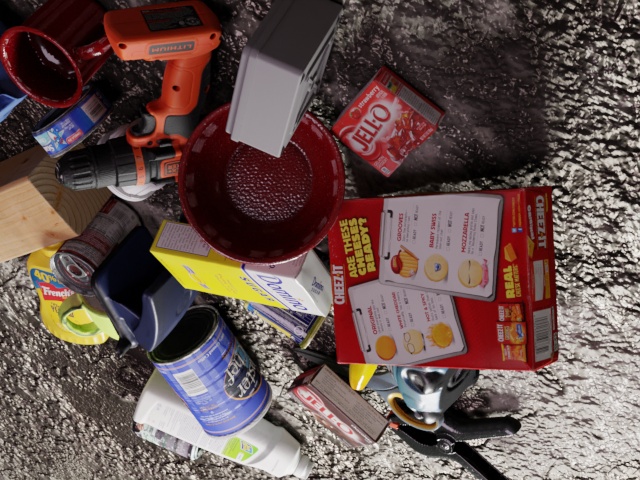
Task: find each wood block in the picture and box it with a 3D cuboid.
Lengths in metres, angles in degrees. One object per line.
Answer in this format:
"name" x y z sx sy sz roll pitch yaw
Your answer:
"wood block" -0.351 -0.045 1.260 0.207 0.090 0.090 -15 122 41

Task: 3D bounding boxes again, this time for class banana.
"banana" 0.047 0.095 1.180 0.037 0.069 0.198 31 154 25

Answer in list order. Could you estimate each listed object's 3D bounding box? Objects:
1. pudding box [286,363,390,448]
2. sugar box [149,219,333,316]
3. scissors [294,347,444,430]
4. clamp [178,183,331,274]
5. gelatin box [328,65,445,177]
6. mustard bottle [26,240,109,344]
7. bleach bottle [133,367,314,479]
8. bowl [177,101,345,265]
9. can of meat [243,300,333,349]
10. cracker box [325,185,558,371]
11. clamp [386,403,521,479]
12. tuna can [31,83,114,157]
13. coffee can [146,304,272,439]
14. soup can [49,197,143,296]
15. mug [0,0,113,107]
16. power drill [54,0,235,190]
"pudding box" 0.021 0.204 1.308 0.113 0.039 0.090 40 158 -6
"sugar box" -0.079 0.029 1.107 0.176 0.048 0.093 12 157 27
"scissors" 0.064 0.152 1.265 0.202 0.016 0.096 33 124 15
"clamp" -0.057 0.001 1.138 0.210 0.036 0.164 26 168 0
"gelatin box" 0.060 -0.109 0.990 0.073 0.030 0.089 37 139 -8
"mustard bottle" -0.325 0.051 1.368 0.096 0.058 0.192 15 137 16
"bleach bottle" -0.128 0.262 1.465 0.251 0.068 0.103 27 140 0
"bowl" -0.054 -0.058 1.036 0.162 0.055 0.162 1 95 6
"can of meat" -0.038 0.076 1.198 0.084 0.057 0.102 33 173 1
"cracker box" 0.115 0.035 1.012 0.214 0.071 0.164 -2 92 37
"clamp" 0.161 0.245 1.284 0.172 0.039 0.120 10 120 30
"tuna can" -0.261 -0.127 1.124 0.086 0.086 0.033 -17 120 42
"coffee can" -0.137 0.165 1.337 0.103 0.102 0.140 -7 127 36
"soup can" -0.260 0.006 1.247 0.068 0.102 0.068 17 139 15
"mug" -0.245 -0.193 1.048 0.117 0.081 0.093 -5 129 35
"power drill" -0.166 -0.132 1.018 0.188 0.184 0.057 99 149 -46
